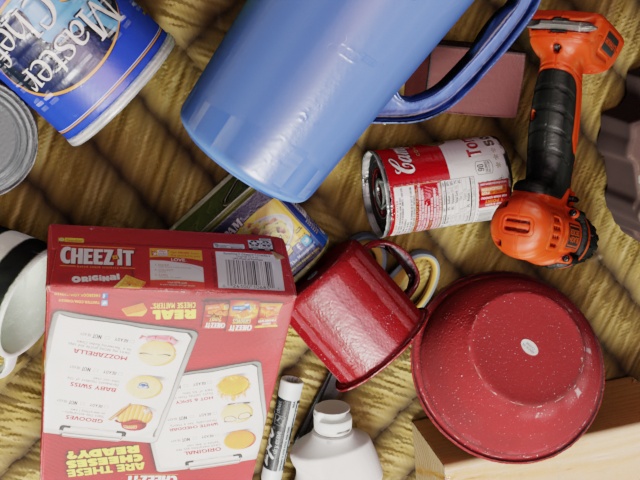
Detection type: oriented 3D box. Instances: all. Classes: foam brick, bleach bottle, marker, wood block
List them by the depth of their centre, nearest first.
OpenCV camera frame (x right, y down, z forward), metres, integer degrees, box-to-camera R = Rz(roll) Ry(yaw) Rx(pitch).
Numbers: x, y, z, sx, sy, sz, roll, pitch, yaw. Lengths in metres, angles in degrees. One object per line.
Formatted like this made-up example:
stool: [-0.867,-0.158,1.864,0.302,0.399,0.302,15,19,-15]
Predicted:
foam brick: [0.110,-0.125,0.815,0.078,0.053,0.051,3,105,-15]
marker: [-0.035,0.171,0.883,0.020,0.020,0.121,8,104,-15]
bleach bottle: [0.001,0.253,0.888,0.102,0.068,0.251,-5,108,-15]
wood block: [0.191,0.189,0.904,0.206,0.091,0.090,-10,107,-10]

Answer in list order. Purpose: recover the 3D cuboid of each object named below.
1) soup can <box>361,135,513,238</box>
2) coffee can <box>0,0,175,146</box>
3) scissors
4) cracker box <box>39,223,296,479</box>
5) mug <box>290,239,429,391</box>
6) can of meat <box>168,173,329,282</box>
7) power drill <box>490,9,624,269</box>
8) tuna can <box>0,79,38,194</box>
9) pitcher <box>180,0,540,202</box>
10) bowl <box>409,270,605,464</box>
soup can: [0.090,-0.042,0.826,0.102,0.068,0.068,-9,107,-11]
coffee can: [-0.183,-0.147,0.713,0.103,0.103,0.140,-46,110,2]
scissors: [0.014,0.076,0.870,0.096,0.016,0.202,42,93,-18]
cracker box: [-0.118,0.089,0.773,0.164,0.072,0.214,2,132,-13]
mug: [0.029,0.046,0.814,0.117,0.093,0.081,-44,98,-24]
can of meat: [-0.055,0.001,0.811,0.102,0.057,0.084,-42,113,2]
power drill: [0.188,-0.071,0.815,0.057,0.184,0.187,8,90,25]
tuna can: [-0.244,-0.074,0.756,0.086,0.034,0.086,-4,107,-12]
pitcher: [0.024,-0.143,0.710,0.149,0.144,0.243,42,104,21]
bowl: [0.155,0.092,0.842,0.162,0.055,0.162,2,69,-6]
